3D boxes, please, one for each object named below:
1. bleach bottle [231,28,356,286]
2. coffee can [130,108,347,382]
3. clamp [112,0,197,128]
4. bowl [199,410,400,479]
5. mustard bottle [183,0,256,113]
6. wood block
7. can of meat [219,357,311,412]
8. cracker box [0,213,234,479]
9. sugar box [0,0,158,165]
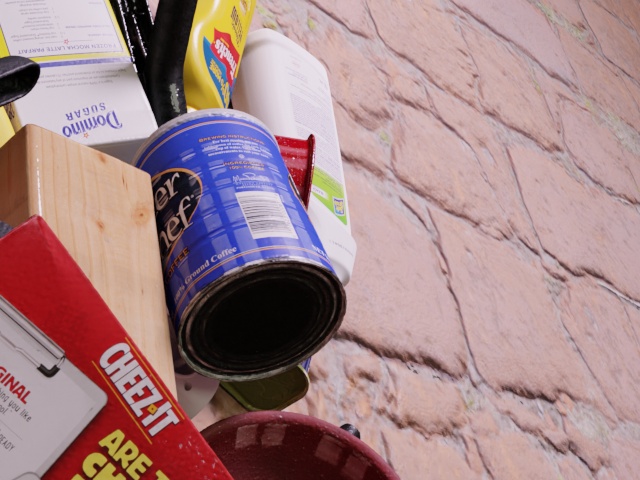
[{"bbox_3d":[-0.022,-0.054,0.895,0.102,0.068,0.251,26,43,-43],"label":"bleach bottle"},{"bbox_3d":[-0.054,0.001,0.658,0.102,0.103,0.140,26,28,-41],"label":"coffee can"},{"bbox_3d":[-0.112,-0.112,0.745,0.039,0.120,0.171,-9,98,-24],"label":"clamp"},{"bbox_3d":[-0.022,0.181,0.633,0.162,0.055,0.162,12,41,-11],"label":"bowl"},{"bbox_3d":[-0.096,-0.146,0.848,0.096,0.058,0.191,74,23,-57],"label":"mustard bottle"},{"bbox_3d":[-0.144,0.052,0.582,0.090,0.091,0.206,24,43,-43],"label":"wood block"},{"bbox_3d":[-0.048,0.057,0.753,0.102,0.058,0.084,45,30,-18],"label":"can of meat"},{"bbox_3d":[-0.152,0.119,0.412,0.213,0.072,0.164,-36,92,-19],"label":"cracker box"},{"bbox_3d":[-0.182,-0.128,0.725,0.093,0.048,0.176,-10,70,-31],"label":"sugar box"}]
